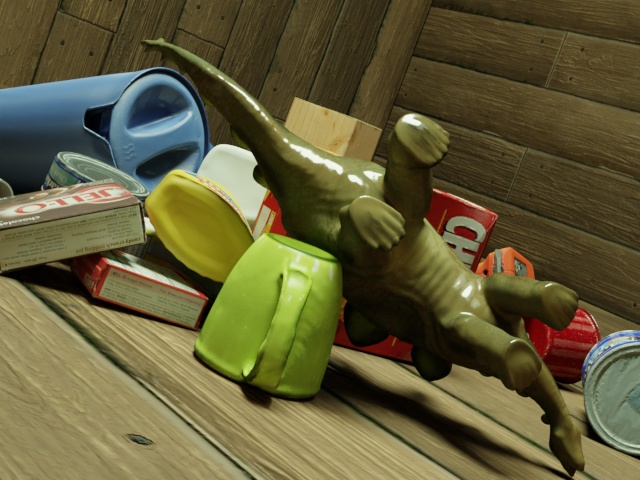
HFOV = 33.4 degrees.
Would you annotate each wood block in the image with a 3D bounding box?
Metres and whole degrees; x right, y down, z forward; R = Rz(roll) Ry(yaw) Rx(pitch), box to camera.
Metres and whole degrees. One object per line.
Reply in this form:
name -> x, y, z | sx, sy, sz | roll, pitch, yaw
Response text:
wood block -> -0.014, -0.058, 1.305 | 0.090, 0.206, 0.090 | 23, 6, 24

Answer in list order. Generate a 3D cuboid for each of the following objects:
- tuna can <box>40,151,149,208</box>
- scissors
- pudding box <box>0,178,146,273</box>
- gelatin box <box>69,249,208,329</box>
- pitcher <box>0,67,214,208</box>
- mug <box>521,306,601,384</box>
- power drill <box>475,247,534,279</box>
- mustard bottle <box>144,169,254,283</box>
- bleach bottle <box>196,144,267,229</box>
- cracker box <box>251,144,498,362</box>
tuna can -> -0.189, -0.042, 0.900 | 0.086, 0.034, 0.086 | 25, 11, -5
scissors -> -0.060, 0.062, 0.900 | 0.202, 0.016, 0.096 | 34, -11, 5
pudding box -> -0.196, -0.013, 0.803 | 0.113, 0.039, 0.090 | -14, 18, -21
gelatin box -> -0.140, 0.034, 0.817 | 0.089, 0.030, 0.073 | 21, 4, -30
pitcher -> -0.233, -0.097, 1.068 | 0.243, 0.144, 0.149 | 4, -50, 36
mug -> 0.254, 0.119, 1.240 | 0.081, 0.093, 0.117 | 11, -21, -36
power drill -> 0.144, 0.056, 1.214 | 0.188, 0.057, 0.184 | -9, -14, 24
mustard bottle -> -0.098, -0.018, 0.901 | 0.096, 0.058, 0.191 | 41, 2, -8
bleach bottle -> -0.024, -0.021, 1.103 | 0.103, 0.068, 0.250 | 22, -4, 29
cracker box -> 0.041, 0.015, 0.986 | 0.213, 0.164, 0.072 | 17, 8, -30
